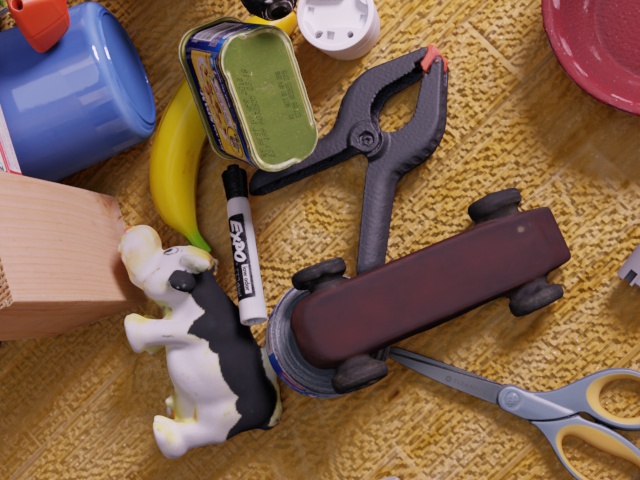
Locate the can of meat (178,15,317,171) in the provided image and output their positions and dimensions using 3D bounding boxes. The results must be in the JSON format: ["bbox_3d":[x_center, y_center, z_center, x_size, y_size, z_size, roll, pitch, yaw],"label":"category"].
[{"bbox_3d":[-0.049,-0.101,0.738,0.057,0.084,0.102,-25,111,-17],"label":"can of meat"}]

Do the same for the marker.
[{"bbox_3d":[-0.055,0.001,0.764,0.020,0.020,0.121,-14,68,12],"label":"marker"}]

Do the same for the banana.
[{"bbox_3d":[-0.082,-0.090,0.799,0.069,0.037,0.198,20,96,-17],"label":"banana"}]

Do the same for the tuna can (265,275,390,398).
[{"bbox_3d":[0.004,0.068,0.754,0.086,0.034,0.086,3,77,-11],"label":"tuna can"}]

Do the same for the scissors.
[{"bbox_3d":[0.151,0.099,0.745,0.202,0.016,0.096,36,94,12],"label":"scissors"}]

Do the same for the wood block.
[{"bbox_3d":[-0.209,0.015,0.733,0.090,0.206,0.091,-20,83,11],"label":"wood block"}]

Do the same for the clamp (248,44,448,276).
[{"bbox_3d":[0.041,-0.058,0.765,0.171,0.039,0.120,-46,79,11],"label":"clamp"}]

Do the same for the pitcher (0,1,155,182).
[{"bbox_3d":[-0.253,-0.093,0.798,0.243,0.145,0.149,-20,95,7],"label":"pitcher"}]
